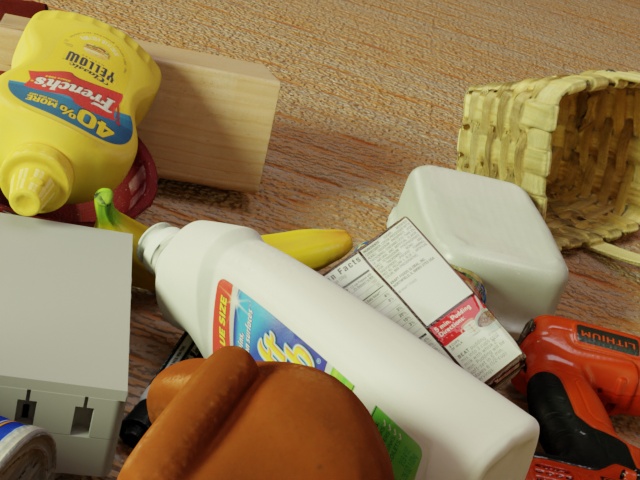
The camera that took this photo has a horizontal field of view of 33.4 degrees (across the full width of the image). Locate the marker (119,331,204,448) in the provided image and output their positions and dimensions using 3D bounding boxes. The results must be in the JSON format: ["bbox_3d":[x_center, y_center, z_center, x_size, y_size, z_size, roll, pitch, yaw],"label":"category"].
[{"bbox_3d":[-0.083,0.078,0.595,0.020,0.020,0.121,19,27,5],"label":"marker"}]

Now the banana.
[{"bbox_3d":[-0.069,0.009,0.684,0.197,0.070,0.037,7,58,-40],"label":"banana"}]

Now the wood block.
[{"bbox_3d":[-0.144,-0.104,0.815,0.206,0.090,0.091,9,17,-15],"label":"wood block"}]

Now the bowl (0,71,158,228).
[{"bbox_3d":[-0.192,-0.043,0.703,0.162,0.055,0.162,21,33,-15],"label":"bowl"}]

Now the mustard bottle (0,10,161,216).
[{"bbox_3d":[-0.159,-0.074,0.662,0.096,0.058,0.191,27,32,-16],"label":"mustard bottle"}]

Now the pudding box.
[{"bbox_3d":[0.048,0.055,0.614,0.090,0.039,0.113,-35,69,-15],"label":"pudding box"}]

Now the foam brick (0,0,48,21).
[{"bbox_3d":[-0.265,-0.175,0.936,0.051,0.053,0.078,4,28,-24],"label":"foam brick"}]

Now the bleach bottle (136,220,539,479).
[{"bbox_3d":[-0.010,0.068,0.565,0.251,0.103,0.067,34,34,32],"label":"bleach bottle"}]
